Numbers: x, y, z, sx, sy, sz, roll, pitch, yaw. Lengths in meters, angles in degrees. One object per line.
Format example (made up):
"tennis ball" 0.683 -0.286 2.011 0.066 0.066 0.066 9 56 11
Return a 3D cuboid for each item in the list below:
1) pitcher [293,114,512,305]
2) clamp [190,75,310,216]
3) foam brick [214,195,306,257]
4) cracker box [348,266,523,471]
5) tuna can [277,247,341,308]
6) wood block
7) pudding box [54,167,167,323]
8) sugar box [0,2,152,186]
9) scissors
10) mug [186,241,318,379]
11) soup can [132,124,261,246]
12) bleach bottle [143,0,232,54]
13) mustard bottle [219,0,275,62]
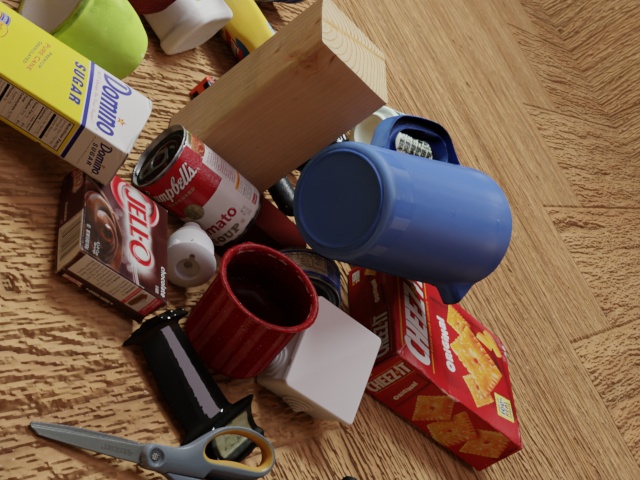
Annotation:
"pitcher" 0.080 -0.035 1.043 0.149 0.145 0.242 46 18 28
"clamp" -0.067 -0.111 1.155 0.171 0.039 0.120 51 20 -10
"foam brick" -0.057 0.001 1.029 0.078 0.053 0.051 40 31 -29
"cracker box" 0.126 0.130 1.174 0.213 0.072 0.164 39 30 -29
"tuna can" -0.023 0.047 0.998 0.086 0.086 0.034 37 34 -34
"wood block" -0.045 -0.124 1.015 0.090 0.206 0.090 40 30 -28
"pudding box" -0.167 -0.001 0.861 0.090 0.039 0.113 36 32 -35
"sugar box" -0.224 -0.125 0.852 0.176 0.048 0.093 30 32 -14
"scissors" -0.115 0.176 0.770 0.201 0.016 0.096 5 76 -39
"mug" -0.063 0.054 0.907 0.093 0.082 0.117 14 42 -30
"soup can" -0.112 -0.048 0.975 0.102 0.069 0.068 40 31 -31
"bleach bottle" -0.201 -0.319 1.135 0.251 0.068 0.102 53 24 -3
"mustard bottle" -0.080 -0.232 1.229 0.191 0.058 0.096 55 -8 -5
